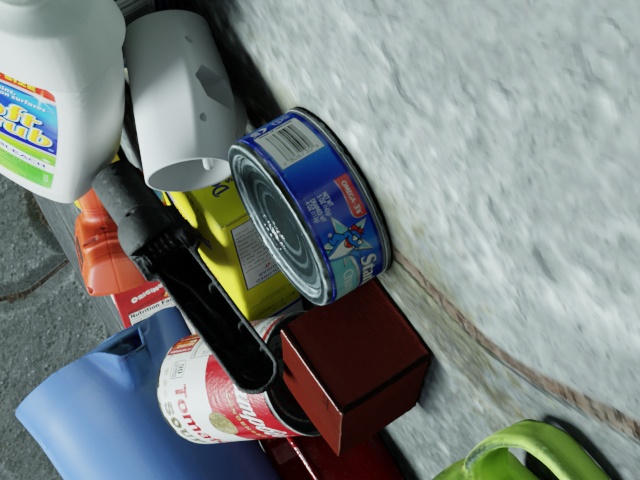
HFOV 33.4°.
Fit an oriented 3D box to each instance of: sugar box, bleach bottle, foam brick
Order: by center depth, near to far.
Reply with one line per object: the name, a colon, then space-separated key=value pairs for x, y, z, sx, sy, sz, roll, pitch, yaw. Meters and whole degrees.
bleach bottle: x=-0.141 y=-0.088 z=0.501 sx=0.102 sy=0.068 sz=0.251 roll=34 pitch=164 yaw=-3
foam brick: x=0.016 y=0.063 z=0.523 sx=0.053 sy=0.051 sz=0.078 roll=53 pitch=164 yaw=20
sugar box: x=-0.054 y=0.001 z=0.644 sx=0.093 sy=0.048 sz=0.176 roll=50 pitch=162 yaw=30

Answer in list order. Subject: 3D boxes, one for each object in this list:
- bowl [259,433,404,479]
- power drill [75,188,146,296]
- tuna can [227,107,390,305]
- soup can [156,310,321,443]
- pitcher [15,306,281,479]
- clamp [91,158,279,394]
bowl: x=0.012 y=0.154 z=0.701 sx=0.162 sy=0.055 sz=0.162 roll=54 pitch=164 yaw=22
power drill: x=-0.185 y=-0.051 z=0.862 sx=0.184 sy=0.057 sz=0.188 roll=-116 pitch=16 yaw=-54
tuna can: x=-0.006 y=-0.014 z=0.481 sx=0.086 sy=0.033 sz=0.086 roll=53 pitch=164 yaw=22
soup can: x=-0.039 y=0.081 z=0.613 sx=0.102 sy=0.068 sz=0.068 roll=-16 pitch=106 yaw=46
pitcher: x=-0.093 y=0.180 z=0.742 sx=0.243 sy=0.145 sz=0.149 roll=55 pitch=-165 yaw=8
clamp: x=-0.085 y=-0.003 z=0.551 sx=0.172 sy=0.039 sz=0.120 roll=45 pitch=165 yaw=46
